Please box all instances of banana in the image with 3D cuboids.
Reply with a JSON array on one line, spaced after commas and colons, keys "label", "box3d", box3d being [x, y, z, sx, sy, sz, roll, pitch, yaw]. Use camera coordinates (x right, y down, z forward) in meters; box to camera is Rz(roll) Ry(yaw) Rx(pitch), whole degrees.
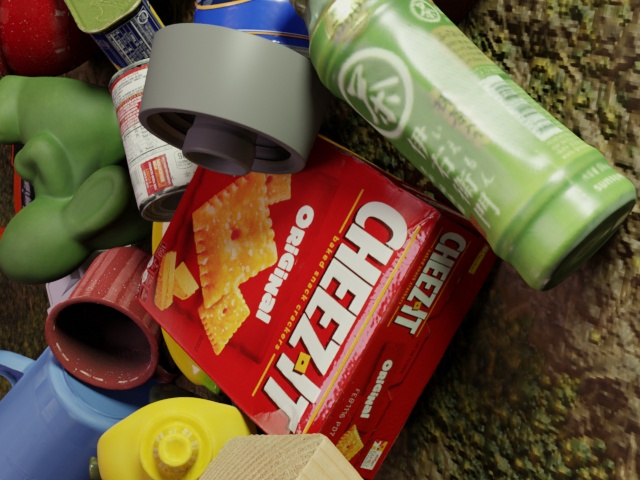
[{"label": "banana", "box3d": [-0.100, 0.026, 0.812, 0.070, 0.037, 0.198, -24, 71, 42]}]

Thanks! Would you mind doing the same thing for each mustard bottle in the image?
[{"label": "mustard bottle", "box3d": [-0.087, 0.128, 0.657, 0.192, 0.096, 0.058, 123, 141, -78]}]

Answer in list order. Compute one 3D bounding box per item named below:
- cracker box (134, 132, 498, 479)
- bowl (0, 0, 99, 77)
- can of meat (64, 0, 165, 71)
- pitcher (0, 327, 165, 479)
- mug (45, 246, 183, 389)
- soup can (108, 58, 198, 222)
[{"label": "cracker box", "box3d": [-0.014, 0.019, 0.661, 0.214, 0.072, 0.164, 36, 101, 47]}, {"label": "bowl", "box3d": [-0.223, -0.207, 0.929, 0.055, 0.162, 0.162, 17, 110, 9]}, {"label": "can of meat", "box3d": [-0.161, -0.181, 0.859, 0.057, 0.084, 0.102, -33, 56, 1]}, {"label": "pitcher", "box3d": [-0.242, 0.167, 0.952, 0.243, 0.149, 0.145, -47, 44, 39]}, {"label": "mug", "box3d": [-0.152, 0.066, 0.857, 0.093, 0.117, 0.081, -40, 17, 33]}, {"label": "soup can", "box3d": [-0.108, -0.072, 0.768, 0.069, 0.068, 0.102, -34, 66, 48]}]
